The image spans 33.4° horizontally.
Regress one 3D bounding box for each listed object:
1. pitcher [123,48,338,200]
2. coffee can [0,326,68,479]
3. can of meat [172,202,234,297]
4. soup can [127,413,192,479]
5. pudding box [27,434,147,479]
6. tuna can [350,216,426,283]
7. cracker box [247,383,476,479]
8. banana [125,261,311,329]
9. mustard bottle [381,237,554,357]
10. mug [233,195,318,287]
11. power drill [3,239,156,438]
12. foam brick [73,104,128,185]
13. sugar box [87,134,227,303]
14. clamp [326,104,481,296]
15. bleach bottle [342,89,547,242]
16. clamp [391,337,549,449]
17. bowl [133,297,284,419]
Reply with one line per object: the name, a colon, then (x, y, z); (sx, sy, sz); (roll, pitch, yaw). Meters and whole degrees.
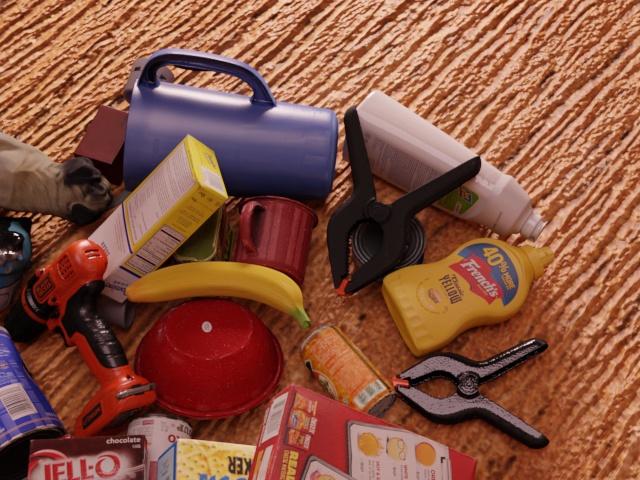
pitcher: (-0.103, -0.120, 1.233); (0.242, 0.149, 0.145); (6, 70, -4)
coffee can: (-0.340, 0.173, 1.110); (0.102, 0.103, 0.140); (-32, 64, -15)
can of meat: (-0.134, 0.001, 1.208); (0.057, 0.084, 0.102); (3, 60, 4)
soup can: (-0.168, 0.236, 1.086); (0.068, 0.068, 0.102); (0, 60, 3)
pudding box: (-0.223, 0.235, 1.020); (0.113, 0.039, 0.090); (-1, 58, -7)
tuna can: (0.078, 0.006, 1.224); (0.086, 0.034, 0.086); (-1, 60, 2)
cracker box: (0.034, 0.254, 1.010); (0.213, 0.072, 0.164); (25, 56, -17)
banana: (-0.103, 0.050, 1.131); (0.198, 0.037, 0.069); (7, 32, 3)
mustard bottle: (0.171, 0.050, 1.180); (0.191, 0.058, 0.096); (-22, 67, -10)
mug: (-0.058, 0.001, 1.190); (0.093, 0.117, 0.081); (-2, 64, 23)
power drill: (-0.260, 0.116, 1.128); (0.057, 0.185, 0.188); (-13, 69, -48)
foam brick: (-0.256, -0.116, 1.300); (0.053, 0.051, 0.078); (18, 63, 11)
sugar box: (-0.179, -0.022, 1.157); (0.176, 0.048, 0.093); (-45, 37, 20)
clamp: (0.058, -0.040, 1.185); (0.165, 0.036, 0.210); (31, 89, 14)
bleach bottle: (0.146, -0.073, 1.239); (0.251, 0.103, 0.068); (34, 63, 13)
clamp: (0.163, 0.166, 1.126); (0.171, 0.039, 0.120); (-7, 56, 6)
bowl: (-0.118, 0.111, 1.133); (0.162, 0.055, 0.162); (2, 41, -2)
